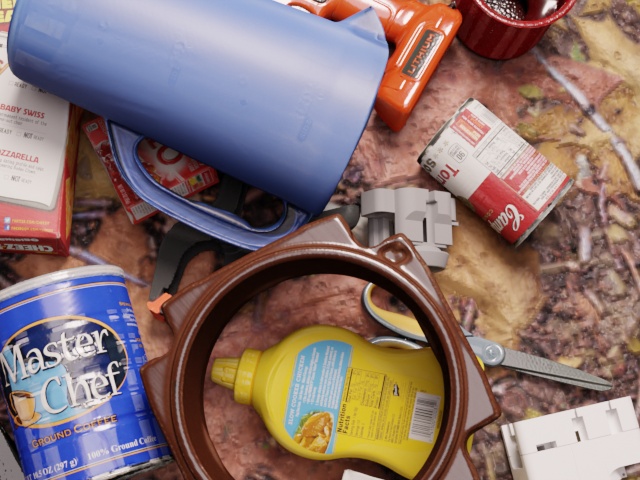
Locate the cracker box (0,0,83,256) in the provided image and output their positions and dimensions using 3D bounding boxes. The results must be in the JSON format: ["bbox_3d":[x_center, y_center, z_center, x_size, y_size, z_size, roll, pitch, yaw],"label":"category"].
[{"bbox_3d":[-0.263,-0.100,0.793,0.164,0.072,0.213,3,75,-6],"label":"cracker box"}]

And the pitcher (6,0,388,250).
[{"bbox_3d":[-0.087,-0.109,0.734,0.242,0.145,0.149,21,51,-5],"label":"pitcher"}]

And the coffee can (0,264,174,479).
[{"bbox_3d":[-0.167,0.100,0.738,0.102,0.103,0.140,-16,79,-9],"label":"coffee can"}]

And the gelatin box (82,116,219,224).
[{"bbox_3d":[-0.129,-0.066,0.805,0.073,0.030,0.089,-27,62,-8],"label":"gelatin box"}]

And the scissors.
[{"bbox_3d":[0.113,0.099,0.808,0.202,0.016,0.096,30,78,3],"label":"scissors"}]

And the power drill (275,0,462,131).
[{"bbox_3d":[0.001,-0.165,0.840,0.187,0.057,0.184,31,79,2],"label":"power drill"}]

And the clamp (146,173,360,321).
[{"bbox_3d":[-0.055,0.001,0.801,0.120,0.039,0.171,31,77,20],"label":"clamp"}]

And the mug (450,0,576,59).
[{"bbox_3d":[0.155,-0.206,0.850,0.093,0.081,0.117,25,76,1],"label":"mug"}]

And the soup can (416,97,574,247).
[{"bbox_3d":[0.133,-0.053,0.819,0.102,0.068,0.068,41,76,5],"label":"soup can"}]

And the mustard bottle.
[{"bbox_3d":[0.015,0.111,0.766,0.191,0.058,0.096,11,90,6],"label":"mustard bottle"}]
